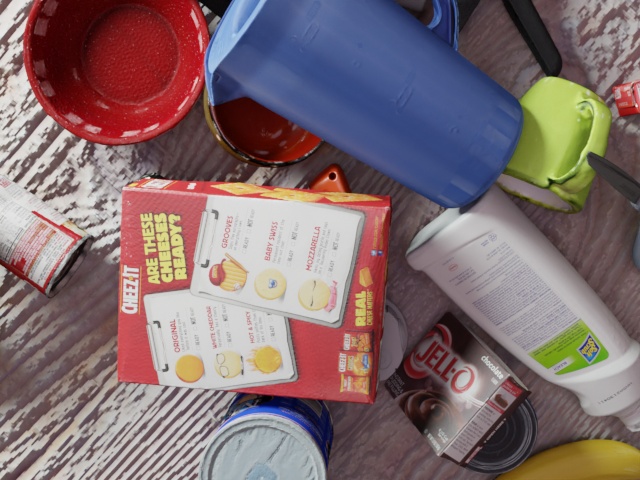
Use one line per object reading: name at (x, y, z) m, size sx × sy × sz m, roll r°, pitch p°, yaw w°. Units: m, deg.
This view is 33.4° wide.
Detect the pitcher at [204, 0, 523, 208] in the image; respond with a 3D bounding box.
pitcher at (0.044, -0.136, 0.841) m, size 0.242 × 0.145 × 0.149 m, roll 31°, pitch 139°, yaw -19°

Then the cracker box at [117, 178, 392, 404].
cracker box at (-0.053, 0.039, 0.876) m, size 0.214 × 0.072 × 0.164 m, roll 4°, pitch 101°, yaw 5°

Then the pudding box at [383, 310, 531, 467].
pudding box at (0.115, 0.126, 0.911) m, size 0.039 × 0.114 × 0.090 m, roll 34°, pitch 98°, yaw -35°

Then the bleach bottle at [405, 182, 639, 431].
bleach bottle at (0.193, 0.071, 0.922) m, size 0.103 × 0.068 × 0.251 m, roll -38°, pitch 99°, yaw 31°

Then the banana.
banana at (0.210, 0.219, 0.952) m, size 0.198 × 0.037 × 0.069 m, roll -17°, pitch 95°, yaw 5°

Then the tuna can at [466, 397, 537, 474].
tuna can at (0.149, 0.164, 0.951) m, size 0.086 × 0.033 × 0.086 m, roll 0°, pitch 96°, yaw 3°

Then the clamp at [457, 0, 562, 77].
clamp at (0.156, -0.214, 0.909) m, size 0.120 × 0.039 × 0.171 m, roll 9°, pitch 95°, yaw -7°

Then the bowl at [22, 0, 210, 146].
bowl at (-0.171, -0.163, 0.925) m, size 0.162 × 0.055 × 0.162 m, roll 0°, pitch 96°, yaw 3°

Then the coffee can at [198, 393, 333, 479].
coffee can at (-0.042, 0.181, 0.910) m, size 0.103 × 0.140 × 0.103 m, roll 0°, pitch 96°, yaw 3°

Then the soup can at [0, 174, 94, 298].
soup can at (-0.261, -0.005, 0.941) m, size 0.102 × 0.068 × 0.068 m, roll 34°, pitch 97°, yaw 0°
